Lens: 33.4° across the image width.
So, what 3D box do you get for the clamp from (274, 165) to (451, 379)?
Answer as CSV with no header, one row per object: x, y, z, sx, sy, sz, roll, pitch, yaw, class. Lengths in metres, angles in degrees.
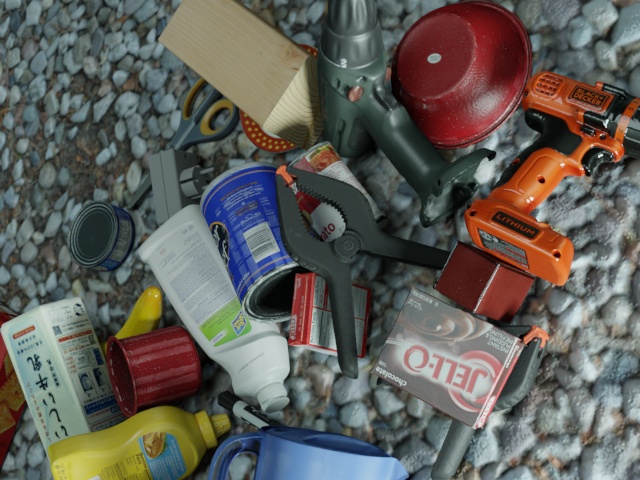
0.036,0.005,1.034,0.164,0.036,0.210,-34,83,-10,clamp

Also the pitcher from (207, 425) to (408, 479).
-0.025,0.300,1.007,0.149,0.144,0.243,9,85,33,pitcher

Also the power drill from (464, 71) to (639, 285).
0.230,-0.054,0.945,0.185,0.057,0.187,26,70,32,power drill

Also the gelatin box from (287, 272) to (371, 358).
0.010,0.076,1.072,0.030,0.089,0.073,-7,72,45,gelatin box

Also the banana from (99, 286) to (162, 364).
-0.242,0.117,1.254,0.198,0.069,0.037,-28,22,32,banana

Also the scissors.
-0.162,-0.108,1.291,0.096,0.016,0.202,31,96,37,scissors

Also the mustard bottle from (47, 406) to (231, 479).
-0.188,0.228,1.145,0.191,0.096,0.058,-19,34,-11,mustard bottle

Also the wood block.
-0.075,-0.198,1.181,0.206,0.090,0.091,41,101,35,wood block

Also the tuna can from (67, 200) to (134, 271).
-0.273,-0.005,1.328,0.086,0.033,0.086,-10,72,33,tuna can

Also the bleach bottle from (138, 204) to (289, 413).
-0.108,0.083,1.171,0.103,0.068,0.251,-41,60,17,bleach bottle

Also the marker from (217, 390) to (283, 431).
-0.067,0.191,1.138,0.121,0.020,0.020,25,92,37,marker

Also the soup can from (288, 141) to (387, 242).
0.013,-0.042,1.098,0.069,0.068,0.102,-41,80,19,soup can

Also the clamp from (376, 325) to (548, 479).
0.142,0.143,0.994,0.172,0.039,0.120,-32,71,23,clamp

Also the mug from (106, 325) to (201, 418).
-0.187,0.144,1.188,0.117,0.081,0.093,-29,76,62,mug

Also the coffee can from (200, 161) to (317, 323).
-0.057,0.001,1.128,0.103,0.102,0.140,-39,55,20,coffee can

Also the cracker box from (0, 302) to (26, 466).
-0.455,0.186,1.379,0.164,0.072,0.214,24,92,38,cracker box

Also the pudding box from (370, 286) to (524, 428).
0.116,0.106,0.970,0.114,0.039,0.090,26,90,27,pudding box

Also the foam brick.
0.152,0.039,0.991,0.053,0.078,0.051,31,98,37,foam brick

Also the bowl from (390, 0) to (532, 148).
0.129,-0.178,1.082,0.162,0.055,0.162,-10,72,33,bowl
